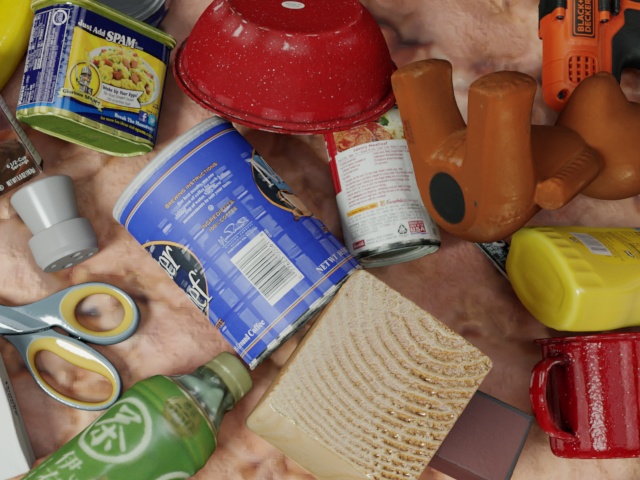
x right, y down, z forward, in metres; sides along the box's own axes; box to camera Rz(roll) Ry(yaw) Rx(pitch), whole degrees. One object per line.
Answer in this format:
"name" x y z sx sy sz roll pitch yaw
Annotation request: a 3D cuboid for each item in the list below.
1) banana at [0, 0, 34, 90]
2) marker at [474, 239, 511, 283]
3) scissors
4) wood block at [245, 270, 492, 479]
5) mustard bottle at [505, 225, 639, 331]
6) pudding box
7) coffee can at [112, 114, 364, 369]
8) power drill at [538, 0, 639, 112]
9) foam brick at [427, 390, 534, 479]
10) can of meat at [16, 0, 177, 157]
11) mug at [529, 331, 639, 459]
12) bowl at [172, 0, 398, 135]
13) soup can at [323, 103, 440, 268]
"banana" -0.246 -0.137 0.757 0.069 0.037 0.197 35 76 1
"marker" 0.118 -0.005 0.781 0.020 0.020 0.121 -42 85 -13
"scissors" -0.211 0.039 0.732 0.202 0.016 0.096 36 79 1
"wood block" 0.019 0.095 0.651 0.090 0.206 0.090 35 76 1
"mustard bottle" 0.234 0.024 0.750 0.191 0.096 0.058 0 115 -20
"pudding box" -0.257 -0.059 0.713 0.113 0.039 0.090 -31 110 -4
"coffee can" -0.055 0.001 0.716 0.102 0.103 0.140 -42 86 -13
"power drill" 0.259 -0.182 0.819 0.187 0.057 0.184 4 81 -3
"foam brick" 0.102 0.133 0.719 0.051 0.078 0.053 25 75 1
"can of meat" -0.154 -0.111 0.734 0.101 0.058 0.084 18 75 -45
"mug" 0.187 0.105 0.724 0.117 0.093 0.081 3 81 -38
"bowl" -0.020 -0.138 0.731 0.162 0.055 0.162 4 39 -4
"soup can" 0.043 -0.037 0.754 0.068 0.068 0.102 -9 79 -9
